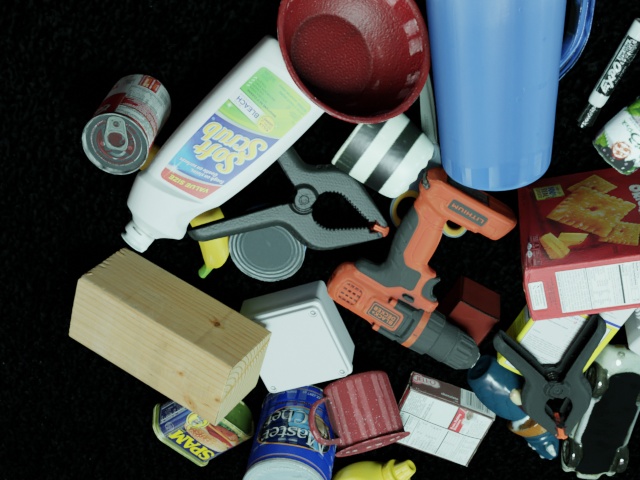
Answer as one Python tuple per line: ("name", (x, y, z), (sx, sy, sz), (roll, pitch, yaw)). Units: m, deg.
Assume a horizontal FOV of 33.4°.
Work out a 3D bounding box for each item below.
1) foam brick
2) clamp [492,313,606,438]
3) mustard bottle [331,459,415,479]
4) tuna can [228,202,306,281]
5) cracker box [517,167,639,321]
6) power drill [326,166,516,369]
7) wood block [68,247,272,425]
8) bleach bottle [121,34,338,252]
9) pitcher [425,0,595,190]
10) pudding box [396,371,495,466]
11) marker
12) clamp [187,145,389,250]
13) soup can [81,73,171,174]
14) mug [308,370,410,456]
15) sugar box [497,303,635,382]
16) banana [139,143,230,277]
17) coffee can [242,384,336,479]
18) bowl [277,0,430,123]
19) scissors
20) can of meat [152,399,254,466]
("foam brick", (0.161, 0.091, 1.209), (0.051, 0.053, 0.078), (28, 123, -9))
("clamp", (0.250, 0.153, 1.186), (0.120, 0.039, 0.171), (1, 124, 6))
("mustard bottle", (0.049, 0.336, 1.382), (0.096, 0.058, 0.192), (42, 120, -16))
("tuna can", (-0.058, 0.001, 1.198), (0.086, 0.033, 0.086), (4, 123, 6))
("cracker box", (0.306, -0.009, 1.055), (0.214, 0.164, 0.072), (-9, 123, 15))
("power drill", (0.125, 0.032, 1.127), (0.184, 0.057, 0.188), (30, 111, -7))
("wood block", (-0.172, 0.105, 1.209), (0.206, 0.090, 0.090), (29, 125, 16))
("bleach bottle", (-0.101, -0.084, 1.075), (0.102, 0.068, 0.251), (41, 96, -13))
("pitcher", (0.174, -0.175, 1.001), (0.149, 0.144, 0.243), (7, 128, 19))
("pudding box", (0.145, 0.219, 1.303), (0.113, 0.039, 0.090), (21, 124, -2))
("marker", (0.285, -0.161, 1.046), (0.020, 0.020, 0.121), (22, 123, -5))
("clamp", (-0.029, -0.039, 1.142), (0.209, 0.036, 0.164), (28, 97, -14))
("soup can", (-0.197, -0.122, 1.099), (0.068, 0.102, 0.068), (4, 123, 6))
("mug", (0.040, 0.206, 1.261), (0.117, 0.081, 0.093), (-10, 162, -21))
("sugar box", (0.280, 0.085, 1.191), (0.093, 0.048, 0.176), (25, 120, -9))
("banana", (-0.150, -0.038, 1.185), (0.070, 0.037, 0.197), (-17, 118, 18))
("coffee can", (-0.033, 0.256, 1.294), (0.103, 0.140, 0.103), (4, 123, 6))
("bowl", (0.023, -0.184, 1.020), (0.162, 0.162, 0.055), (38, 157, -15))
("scissors", (0.100, -0.084, 1.128), (0.096, 0.016, 0.201), (-15, 119, 18))
("can of meat", (-0.144, 0.227, 1.336), (0.084, 0.057, 0.102), (-31, 127, 22))
